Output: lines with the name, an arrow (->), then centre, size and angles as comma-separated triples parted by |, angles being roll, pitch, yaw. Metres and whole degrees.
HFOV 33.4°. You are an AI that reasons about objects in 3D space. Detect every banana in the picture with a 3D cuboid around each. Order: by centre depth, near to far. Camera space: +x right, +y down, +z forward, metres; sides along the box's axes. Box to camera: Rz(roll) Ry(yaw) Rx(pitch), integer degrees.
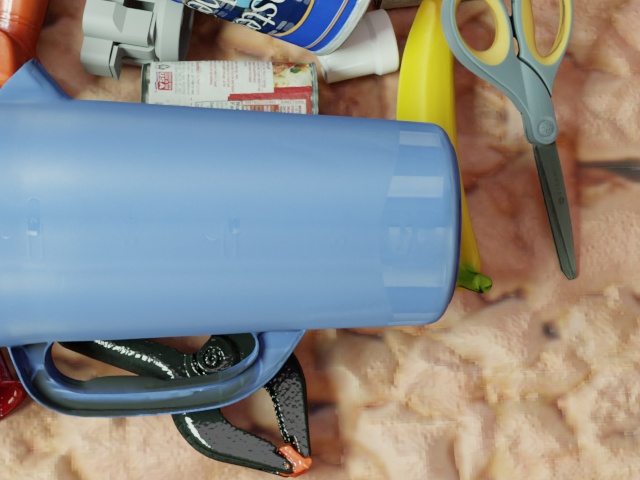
banana -> 0.074, -0.049, 0.646 | 0.037, 0.070, 0.198 | 5, 64, -27

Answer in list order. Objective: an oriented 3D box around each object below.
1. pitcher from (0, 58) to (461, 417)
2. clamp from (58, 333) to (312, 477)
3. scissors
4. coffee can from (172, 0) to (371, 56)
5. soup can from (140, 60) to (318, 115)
pitcher -> -0.054, 0.001, 0.565 | 0.242, 0.149, 0.145 | 1, 53, -2
clamp -> -0.074, 0.073, 0.617 | 0.120, 0.039, 0.171 | -32, 74, -6
scissors -> 0.116, -0.075, 0.643 | 0.096, 0.016, 0.202 | -1, 95, -21
coffee can -> -0.045, -0.175, 0.605 | 0.140, 0.103, 0.103 | 16, 74, -23
soup can -> -0.054, -0.073, 0.639 | 0.102, 0.068, 0.068 | -1, 76, -5
